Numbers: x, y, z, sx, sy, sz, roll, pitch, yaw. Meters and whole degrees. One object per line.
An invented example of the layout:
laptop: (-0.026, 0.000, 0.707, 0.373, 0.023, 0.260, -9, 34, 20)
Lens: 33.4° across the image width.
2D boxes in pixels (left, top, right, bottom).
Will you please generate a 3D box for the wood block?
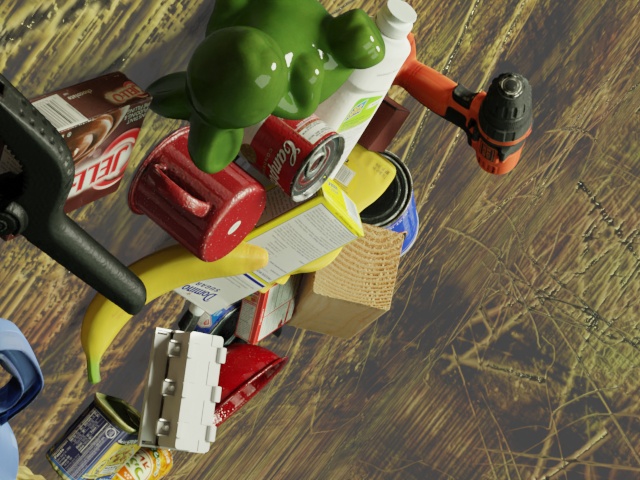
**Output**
wood block: (0.023, 0.048, 1.248, 0.206, 0.090, 0.091, 127, -24, -73)

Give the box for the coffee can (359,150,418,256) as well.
coffee can: (0.063, -0.039, 1.278, 0.103, 0.103, 0.140, -49, 163, -8)

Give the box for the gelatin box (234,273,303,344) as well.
gelatin box: (-0.057, 0.067, 1.202, 0.089, 0.030, 0.073, -31, 141, -57)

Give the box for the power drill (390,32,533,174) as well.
power drill: (0.128, -0.153, 1.060, 0.057, 0.188, 0.184, -46, 164, -11)

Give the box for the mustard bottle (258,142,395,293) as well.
mustard bottle: (-0.012, -0.025, 1.118, 0.192, 0.096, 0.058, -54, 175, 10)

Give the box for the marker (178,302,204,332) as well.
marker: (-0.119, 0.051, 1.135, 0.121, 0.020, 0.020, -58, 162, 21)

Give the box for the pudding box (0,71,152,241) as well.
pudding box: (-0.173, -0.059, 0.722, 0.113, 0.039, 0.090, -30, 155, -49)

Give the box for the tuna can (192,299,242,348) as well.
tuna can: (-0.119, 0.095, 1.201, 0.086, 0.034, 0.086, -46, 163, -19)

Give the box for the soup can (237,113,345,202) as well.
soup can: (-0.039, -0.090, 0.902, 0.068, 0.102, 0.068, -46, 163, -19)

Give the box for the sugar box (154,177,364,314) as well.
sugar box: (-0.057, 0.001, 0.988, 0.176, 0.048, 0.093, -25, 147, 16)

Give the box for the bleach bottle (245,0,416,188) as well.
bleach bottle: (0.015, -0.119, 0.967, 0.102, 0.068, 0.251, -36, 168, -47)

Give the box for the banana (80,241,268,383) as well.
banana: (-0.141, 0.044, 0.940, 0.198, 0.069, 0.037, -35, -171, 8)

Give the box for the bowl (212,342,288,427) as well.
bowl: (-0.114, 0.167, 1.220, 0.162, 0.055, 0.162, -40, 171, -8)

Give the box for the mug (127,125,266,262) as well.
mug: (-0.103, -0.037, 0.879, 0.093, 0.081, 0.117, -53, 164, 4)

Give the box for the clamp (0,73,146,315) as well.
clamp: (-0.187, -0.018, 0.660, 0.164, 0.036, 0.210, 1, 134, -12)

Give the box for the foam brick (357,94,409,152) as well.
foam brick: (0.041, -0.130, 1.070, 0.051, 0.078, 0.053, -57, 163, 13)

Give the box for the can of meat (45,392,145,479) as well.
can of meat: (-0.230, 0.212, 1.117, 0.084, 0.057, 0.102, -48, 163, -3)
